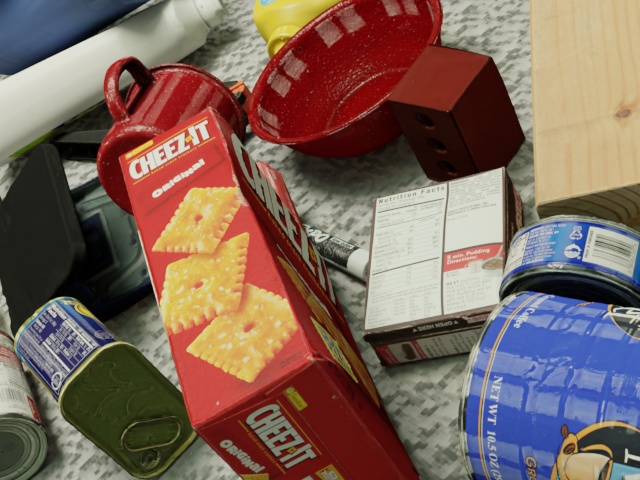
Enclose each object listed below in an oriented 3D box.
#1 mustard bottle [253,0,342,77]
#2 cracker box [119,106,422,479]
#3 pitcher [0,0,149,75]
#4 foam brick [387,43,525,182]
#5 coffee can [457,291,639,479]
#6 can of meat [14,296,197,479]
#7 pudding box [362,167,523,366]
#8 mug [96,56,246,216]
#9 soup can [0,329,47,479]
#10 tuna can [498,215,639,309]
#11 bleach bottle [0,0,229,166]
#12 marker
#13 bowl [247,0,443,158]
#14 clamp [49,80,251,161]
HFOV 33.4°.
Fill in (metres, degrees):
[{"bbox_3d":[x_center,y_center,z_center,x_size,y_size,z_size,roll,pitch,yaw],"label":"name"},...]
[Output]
[{"bbox_3d":[-0.005,-0.206,0.883,0.096,0.058,0.191,-5,50,28],"label":"mustard bottle"},{"bbox_3d":[-0.025,0.050,0.581,0.072,0.164,0.214,-29,42,5],"label":"cracker box"},{"bbox_3d":[-0.247,-0.239,0.965,0.243,0.145,0.149,-9,36,48],"label":"pitcher"},{"bbox_3d":[0.089,-0.078,0.690,0.053,0.078,0.051,21,64,43],"label":"foam brick"},{"bbox_3d":[0.149,0.082,0.482,0.141,0.102,0.102,8,57,38],"label":"coffee can"},{"bbox_3d":[-0.134,0.089,0.666,0.057,0.102,0.084,-46,41,-11],"label":"can of meat"},{"bbox_3d":[0.075,0.015,0.643,0.090,0.039,0.113,-14,44,24],"label":"pudding box"},{"bbox_3d":[-0.113,-0.075,0.750,0.093,0.117,0.081,-16,31,25],"label":"mug"},{"bbox_3d":[-0.230,0.114,0.731,0.068,0.068,0.102,-37,42,-2],"label":"soup can"},{"bbox_3d":[0.137,0.026,0.555,0.086,0.086,0.033,-1,53,33],"label":"tuna can"},{"bbox_3d":[-0.197,-0.150,0.941,0.251,0.068,0.102,-27,11,7],"label":"bleach bottle"},{"bbox_3d":[-0.005,0.000,0.723,0.121,0.020,0.020,26,69,45],"label":"marker"},{"bbox_3d":[0.028,-0.112,0.769,0.162,0.055,0.162,-25,38,21],"label":"bowl"},{"bbox_3d":[-0.147,-0.075,0.873,0.210,0.036,0.164,-31,42,11],"label":"clamp"}]
